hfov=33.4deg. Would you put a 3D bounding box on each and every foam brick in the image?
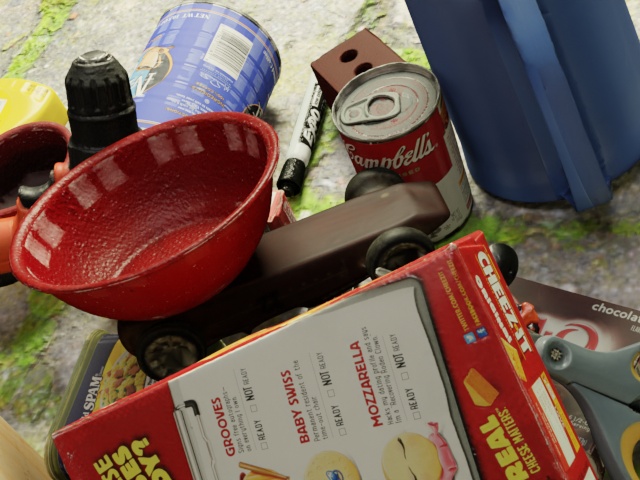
[{"bbox_3d":[0.038,-0.105,0.768,0.053,0.051,0.078,-33,46,-7],"label":"foam brick"}]

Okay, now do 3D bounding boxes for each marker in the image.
[{"bbox_3d":[-0.011,-0.080,0.790,0.020,0.020,0.121,-2,50,22],"label":"marker"}]

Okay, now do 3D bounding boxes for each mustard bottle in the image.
[{"bbox_3d":[-0.282,-0.045,0.851,0.096,0.058,0.191,4,52,25],"label":"mustard bottle"}]

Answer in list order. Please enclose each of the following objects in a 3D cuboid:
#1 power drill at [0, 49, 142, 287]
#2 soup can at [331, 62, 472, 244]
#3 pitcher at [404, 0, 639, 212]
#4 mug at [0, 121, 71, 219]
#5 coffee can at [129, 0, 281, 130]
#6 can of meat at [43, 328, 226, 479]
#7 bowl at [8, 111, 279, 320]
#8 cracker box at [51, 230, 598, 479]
[{"bbox_3d":[-0.200,-0.026,0.687,0.187,0.184,0.057,-5,27,-2],"label":"power drill"},{"bbox_3d":[0.054,-0.053,0.678,0.068,0.102,0.068,-12,46,13],"label":"soup can"},{"bbox_3d":[0.115,-0.139,0.629,0.149,0.242,0.145,20,63,43],"label":"pitcher"},{"bbox_3d":[-0.196,-0.035,0.788,0.093,0.081,0.117,29,66,39],"label":"mug"},{"bbox_3d":[-0.097,-0.091,0.779,0.103,0.102,0.140,0,51,24],"label":"coffee can"},{"bbox_3d":[-0.105,0.104,0.641,0.084,0.057,0.102,-2,49,20],"label":"can of meat"},{"bbox_3d":[-0.089,-0.006,0.597,0.162,0.055,0.162,-17,32,11],"label":"bowl"},{"bbox_3d":[0.009,0.114,0.481,0.214,0.072,0.164,-27,86,21],"label":"cracker box"}]
